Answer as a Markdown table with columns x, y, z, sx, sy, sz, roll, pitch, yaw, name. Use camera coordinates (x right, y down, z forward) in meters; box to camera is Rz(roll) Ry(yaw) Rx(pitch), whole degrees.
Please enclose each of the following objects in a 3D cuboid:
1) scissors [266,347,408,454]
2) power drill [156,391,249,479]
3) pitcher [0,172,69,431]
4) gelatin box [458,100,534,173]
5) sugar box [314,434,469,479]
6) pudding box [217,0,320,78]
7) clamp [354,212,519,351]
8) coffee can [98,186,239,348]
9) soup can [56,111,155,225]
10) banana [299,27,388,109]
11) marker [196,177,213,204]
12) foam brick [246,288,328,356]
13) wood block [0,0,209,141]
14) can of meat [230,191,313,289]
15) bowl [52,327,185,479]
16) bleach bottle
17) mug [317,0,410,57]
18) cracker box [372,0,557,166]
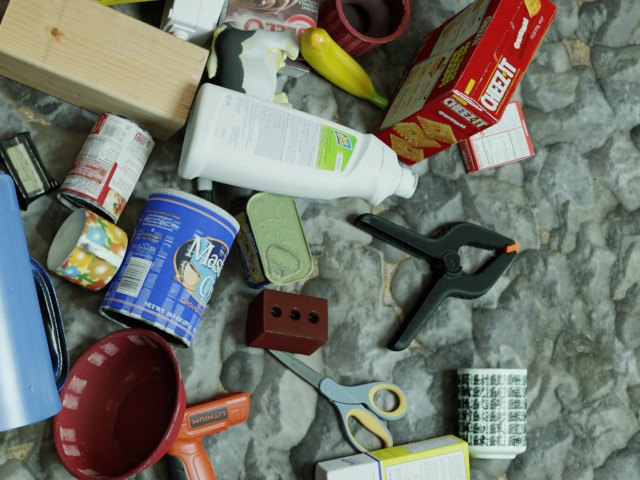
| x | y | z | sx | sy | sz | roll | pitch | yaw | name |
| --- | --- | --- | --- | --- | --- | --- | --- | --- | --- |
| 0.025 | 0.159 | 1.217 | 0.096 | 0.016 | 0.201 | -41 | 98 | -20 | scissors |
| -0.094 | 0.260 | 1.134 | 0.184 | 0.057 | 0.187 | -11 | 86 | -22 | power drill |
| -0.325 | 0.059 | 1.025 | 0.145 | 0.149 | 0.243 | -8 | 93 | -13 | pitcher |
| 0.215 | -0.129 | 1.329 | 0.089 | 0.030 | 0.073 | -17 | 89 | -22 | gelatin box |
| 0.083 | 0.282 | 1.200 | 0.176 | 0.048 | 0.093 | -6 | 97 | -20 | sugar box |
| -0.062 | -0.246 | 1.233 | 0.113 | 0.039 | 0.090 | 12 | 79 | -19 | pudding box |
| 0.142 | 0.022 | 1.273 | 0.209 | 0.036 | 0.164 | -21 | 90 | -25 | clamp |
| -0.158 | 0.029 | 1.120 | 0.102 | 0.103 | 0.140 | 26 | 74 | -16 | coffee can |
| -0.226 | -0.076 | 1.129 | 0.068 | 0.069 | 0.102 | 28 | 73 | -15 | soup can |
| 0.017 | -0.205 | 1.211 | 0.197 | 0.070 | 0.037 | 26 | 87 | -60 | banana |
| -0.131 | -0.087 | 1.193 | 0.020 | 0.020 | 0.121 | -1 | 83 | -22 | marker |
| -0.037 | 0.091 | 1.179 | 0.078 | 0.051 | 0.053 | 10 | 61 | -20 | foam brick |
| -0.236 | -0.192 | 1.131 | 0.206 | 0.090 | 0.091 | 22 | 76 | -17 | wood block |
| -0.058 | 0.002 | 1.173 | 0.057 | 0.084 | 0.102 | -16 | 88 | -23 | can of meat |
| -0.192 | 0.173 | 1.081 | 0.055 | 0.162 | 0.162 | 39 | 65 | -50 | bowl |
| -0.018 | -0.085 | 1.131 | 0.250 | 0.068 | 0.102 | 15 | 66 | -14 | bleach bottle |
| 0.046 | -0.277 | 1.257 | 0.093 | 0.082 | 0.117 | 4 | 81 | -21 | mug |
| 0.159 | -0.186 | 1.215 | 0.072 | 0.214 | 0.164 | 33 | 72 | -14 | cracker box |
